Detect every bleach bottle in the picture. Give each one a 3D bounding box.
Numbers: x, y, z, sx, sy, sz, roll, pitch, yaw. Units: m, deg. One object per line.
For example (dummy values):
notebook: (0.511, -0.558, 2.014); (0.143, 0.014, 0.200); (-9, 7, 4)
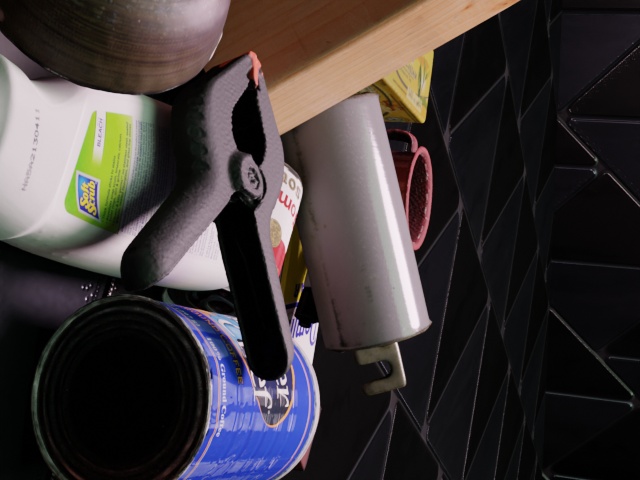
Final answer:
bleach bottle: (-0.111, -0.038, 0.517); (0.250, 0.068, 0.102); (27, 64, -67)

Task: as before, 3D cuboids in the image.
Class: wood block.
wood block: (0.027, -0.155, 0.645); (0.091, 0.206, 0.090); (65, 15, 11)

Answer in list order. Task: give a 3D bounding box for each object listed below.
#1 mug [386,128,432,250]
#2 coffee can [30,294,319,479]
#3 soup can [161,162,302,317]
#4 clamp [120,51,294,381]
mug: (0.054, -0.051, 0.971); (0.093, 0.082, 0.117); (60, 39, -60)
coffee can: (-0.073, 0.087, 0.581); (0.140, 0.103, 0.103); (23, 73, -66)
soup can: (-0.054, 0.001, 0.684); (0.068, 0.069, 0.102); (67, 33, -54)
clamp: (-0.043, -0.016, 0.539); (0.120, 0.039, 0.171); (56, 34, -44)
